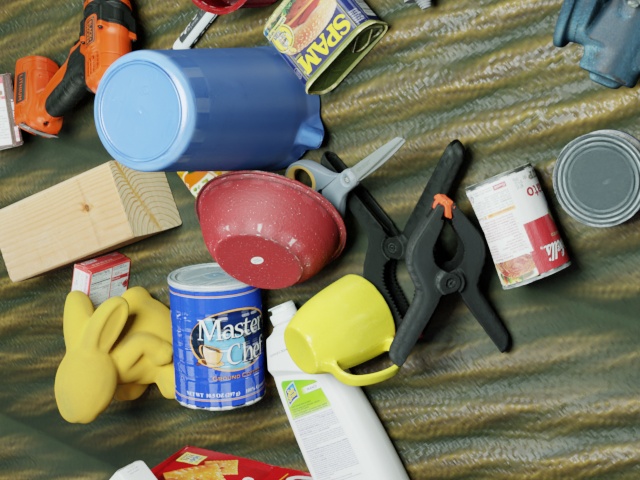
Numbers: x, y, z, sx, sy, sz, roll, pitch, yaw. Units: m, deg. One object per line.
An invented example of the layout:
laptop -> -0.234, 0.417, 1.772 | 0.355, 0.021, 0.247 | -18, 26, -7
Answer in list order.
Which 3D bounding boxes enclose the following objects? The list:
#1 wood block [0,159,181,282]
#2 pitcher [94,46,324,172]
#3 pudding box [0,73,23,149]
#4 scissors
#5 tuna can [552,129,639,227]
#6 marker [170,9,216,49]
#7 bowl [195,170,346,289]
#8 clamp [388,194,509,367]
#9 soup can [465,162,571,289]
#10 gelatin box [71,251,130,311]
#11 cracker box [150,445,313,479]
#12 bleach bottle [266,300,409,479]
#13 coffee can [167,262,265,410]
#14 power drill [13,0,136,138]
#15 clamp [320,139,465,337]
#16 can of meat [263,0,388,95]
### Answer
wood block -> -0.279, -0.025, 1.255 | 0.206, 0.090, 0.091 | -18, 91, 33
pitcher -> -0.117, -0.131, 1.044 | 0.149, 0.242, 0.145 | -19, 88, 26
pudding box -> -0.393, -0.155, 1.292 | 0.114, 0.039, 0.090 | 12, 111, 63
scissors -> 0.016, -0.073, 1.065 | 0.096, 0.016, 0.202 | 53, 143, 17
tuna can -> 0.257, -0.057, 0.965 | 0.086, 0.033, 0.086 | 7, 105, 29
marker -> -0.137, -0.230, 1.165 | 0.121, 0.020, 0.020 | -44, 78, 30
bowl -> -0.057, 0.001, 1.087 | 0.162, 0.055, 0.162 | 10, 143, 7
clamp -> 0.132, 0.042, 1.031 | 0.039, 0.120, 0.171 | -132, 44, -66
soup can -> 0.184, -0.014, 0.998 | 0.069, 0.068, 0.102 | -22, 89, 32
gelatin box -> -0.266, 0.064, 1.278 | 0.030, 0.073, 0.089 | 20, 111, 25
cracker box -> -0.109, 0.304, 1.189 | 0.214, 0.163, 0.072 | 5, 106, 30
bleach bottle -> 0.012, 0.182, 1.149 | 0.103, 0.068, 0.251 | -26, 85, 32
coffee can -> -0.114, 0.104, 1.180 | 0.103, 0.102, 0.140 | 6, 104, 29
power drill -> -0.278, -0.214, 1.207 | 0.188, 0.057, 0.184 | -31, 53, 40
clamp -> 0.073, -0.001, 1.084 | 0.165, 0.036, 0.210 | 7, 105, 36
can of meat -> 0.003, -0.210, 1.065 | 0.102, 0.057, 0.084 | -44, 75, 27
